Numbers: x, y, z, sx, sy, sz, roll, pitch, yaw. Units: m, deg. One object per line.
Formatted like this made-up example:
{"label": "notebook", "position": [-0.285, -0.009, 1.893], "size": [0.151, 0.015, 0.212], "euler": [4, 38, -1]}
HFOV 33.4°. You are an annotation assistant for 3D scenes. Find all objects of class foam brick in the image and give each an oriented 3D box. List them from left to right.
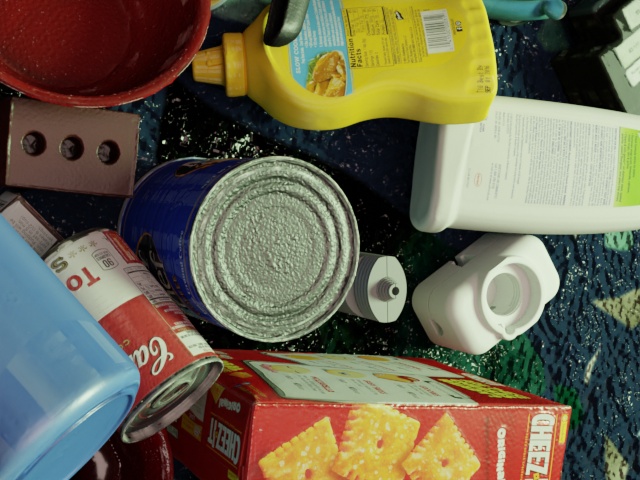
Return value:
{"label": "foam brick", "position": [-0.154, -0.055, 0.638], "size": [0.078, 0.051, 0.053], "euler": [4, 91, -26]}

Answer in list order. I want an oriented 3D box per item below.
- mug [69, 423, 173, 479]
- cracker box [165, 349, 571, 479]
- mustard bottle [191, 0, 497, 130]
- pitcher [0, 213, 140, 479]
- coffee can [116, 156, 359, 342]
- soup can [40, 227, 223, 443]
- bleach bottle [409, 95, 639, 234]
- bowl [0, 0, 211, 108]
{"label": "mug", "position": [-0.140, 0.142, 0.633], "size": [0.117, 0.082, 0.093], "euler": [38, 51, -43]}
{"label": "cracker box", "position": [0.020, 0.118, 0.674], "size": [0.213, 0.164, 0.072], "euler": [6, 92, -26]}
{"label": "mustard bottle", "position": [0.013, -0.118, 0.694], "size": [0.191, 0.058, 0.096], "euler": [-4, 66, -6]}
{"label": "pitcher", "position": [-0.212, 0.026, 0.511], "size": [0.243, 0.145, 0.149], "euler": [43, 82, 9]}
{"label": "coffee can", "position": [-0.054, 0.001, 0.642], "size": [0.102, 0.140, 0.103], "euler": [-2, 94, -26]}
{"label": "soup can", "position": [-0.111, 0.051, 0.590], "size": [0.068, 0.068, 0.102], "euler": [-35, 73, -20]}
{"label": "bleach bottle", "position": [0.195, -0.043, 0.766], "size": [0.250, 0.068, 0.102], "euler": [7, 90, -10]}
{"label": "bowl", "position": [-0.148, -0.141, 0.618], "size": [0.161, 0.055, 0.162], "euler": [8, 69, -22]}
